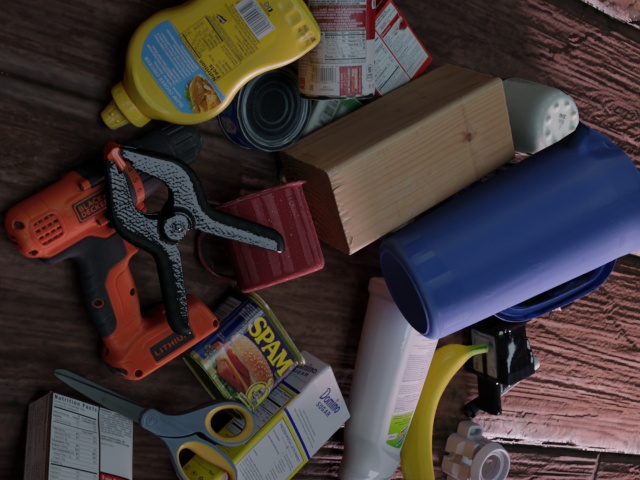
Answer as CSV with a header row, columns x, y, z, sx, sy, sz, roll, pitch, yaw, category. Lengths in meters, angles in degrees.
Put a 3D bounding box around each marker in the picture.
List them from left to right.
x,y,z,sx,sy,sz,roll,pitch,yaw,category
0.215,0.175,1.274,0.121,0.020,0.020,-32,119,-28,marker

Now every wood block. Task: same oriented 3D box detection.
x,y,z,sx,sy,sz,roll,pitch,yaw,category
0.076,-0.082,1.022,0.205,0.090,0.091,-29,122,-22,wood block

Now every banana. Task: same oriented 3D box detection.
x,y,z,sx,sy,sz,roll,pitch,yaw,category
0.121,0.194,1.173,0.198,0.070,0.037,-69,158,-9,banana

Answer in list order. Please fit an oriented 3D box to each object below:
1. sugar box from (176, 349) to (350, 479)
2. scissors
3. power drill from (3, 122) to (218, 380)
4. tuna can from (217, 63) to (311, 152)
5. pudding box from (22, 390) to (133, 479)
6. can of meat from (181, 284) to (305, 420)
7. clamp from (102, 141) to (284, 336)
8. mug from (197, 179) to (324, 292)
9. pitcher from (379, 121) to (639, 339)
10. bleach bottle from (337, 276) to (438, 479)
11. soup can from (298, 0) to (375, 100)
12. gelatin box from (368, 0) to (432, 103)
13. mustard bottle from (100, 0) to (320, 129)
x,y,z,sx,sy,sz,roll,pitch,yaw,category
-0.052,0.198,1.045,0.176,0.048,0.093,-44,139,-24,sugar box
-0.133,0.146,0.941,0.096,0.016,0.201,-48,114,-16,scissors
-0.156,0.010,0.917,0.184,0.057,0.187,-32,117,-23,power drill
-0.051,-0.124,0.977,0.085,0.034,0.086,-11,108,-36,tuna can
-0.204,0.192,0.901,0.089,0.039,0.113,26,44,-39,pudding box
-0.076,0.107,1.004,0.083,0.058,0.102,-43,124,-19,can of meat
-0.123,-0.004,0.871,0.171,0.039,0.120,41,82,-22,clamp
-0.056,0.001,0.963,0.093,0.117,0.081,-17,89,-75,mug
0.186,0.006,1.028,0.242,0.145,0.149,-26,82,-12,pitcher
0.064,0.167,1.119,0.102,0.068,0.251,8,99,-58,bleach bottle
0.014,-0.174,0.918,0.068,0.069,0.102,-10,106,-36,soup can
0.061,-0.183,1.052,0.073,0.030,0.089,-53,128,-13,gelatin box
-0.101,-0.151,0.877,0.192,0.058,0.096,-33,106,11,mustard bottle
